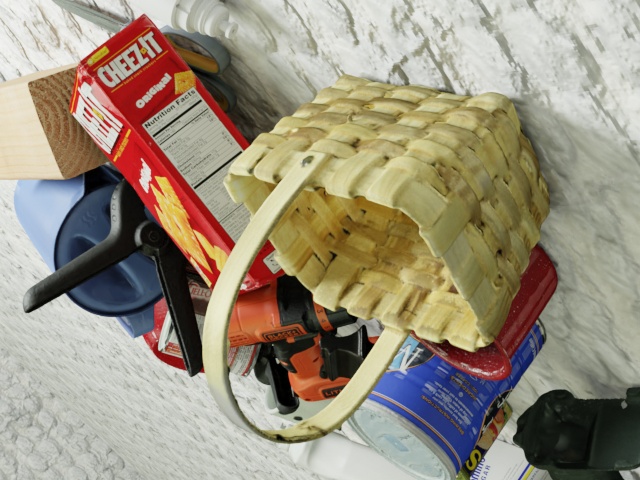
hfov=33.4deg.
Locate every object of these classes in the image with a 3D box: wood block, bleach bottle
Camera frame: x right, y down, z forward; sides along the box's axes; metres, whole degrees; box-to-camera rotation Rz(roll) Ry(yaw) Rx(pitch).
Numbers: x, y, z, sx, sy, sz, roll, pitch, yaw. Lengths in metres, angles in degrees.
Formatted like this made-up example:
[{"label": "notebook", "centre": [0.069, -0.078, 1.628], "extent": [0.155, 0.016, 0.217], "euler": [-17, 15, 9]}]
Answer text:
[{"label": "wood block", "centre": [-0.259, -0.113, 1.009], "extent": [0.206, 0.090, 0.090], "euler": [4, 116, 55]}, {"label": "bleach bottle", "centre": [0.065, 0.268, 1.224], "extent": [0.251, 0.068, 0.102], "euler": [21, 168, 9]}]

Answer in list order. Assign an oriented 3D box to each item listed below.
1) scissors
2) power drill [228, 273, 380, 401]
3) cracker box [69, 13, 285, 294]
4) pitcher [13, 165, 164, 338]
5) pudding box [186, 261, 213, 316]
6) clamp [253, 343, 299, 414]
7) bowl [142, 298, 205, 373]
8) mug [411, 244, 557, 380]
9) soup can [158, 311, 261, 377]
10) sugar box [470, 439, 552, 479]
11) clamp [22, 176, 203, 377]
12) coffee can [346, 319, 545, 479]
[{"label": "scissors", "centre": [-0.140, -0.153, 0.877], "extent": [0.202, 0.016, 0.096], "euler": [19, 151, 40]}, {"label": "power drill", "centre": [0.011, 0.084, 0.980], "extent": [0.184, 0.057, 0.187], "euler": [-11, 149, 15]}, {"label": "cracker box", "centre": [-0.108, -0.055, 0.849], "extent": [0.213, 0.072, 0.164], "euler": [52, 164, -6]}, {"label": "pitcher", "centre": [-0.237, -0.009, 1.106], "extent": [0.144, 0.149, 0.243], "euler": [25, -178, -31]}, {"label": "pudding box", "centre": [-0.121, 0.050, 1.128], "extent": [0.113, 0.039, 0.090], "euler": [23, -171, -41]}, {"label": "clamp", "centre": [-0.048, 0.132, 1.173], "extent": [0.039, 0.120, 0.172], "euler": [13, 166, -12]}, {"label": "bowl", "centre": [-0.150, 0.114, 1.268], "extent": [0.162, 0.055, 0.162], "euler": [8, 148, 5]}, {"label": "mug", "centre": [0.109, 0.040, 0.771], "extent": [0.093, 0.081, 0.117], "euler": [48, 156, -21]}, {"label": "soup can", "centre": [-0.121, 0.105, 1.180], "extent": [0.102, 0.068, 0.069], "euler": [18, 162, -13]}, {"label": "sugar box", "centre": [0.211, 0.258, 1.022], "extent": [0.177, 0.093, 0.048], "euler": [13, 147, 49]}, {"label": "clamp", "centre": [-0.144, 0.009, 0.953], "extent": [0.164, 0.210, 0.036], "euler": [30, 159, -9]}, {"label": "coffee can", "centre": [0.098, 0.107, 0.841], "extent": [0.103, 0.140, 0.103], "euler": [33, 157, 15]}]
